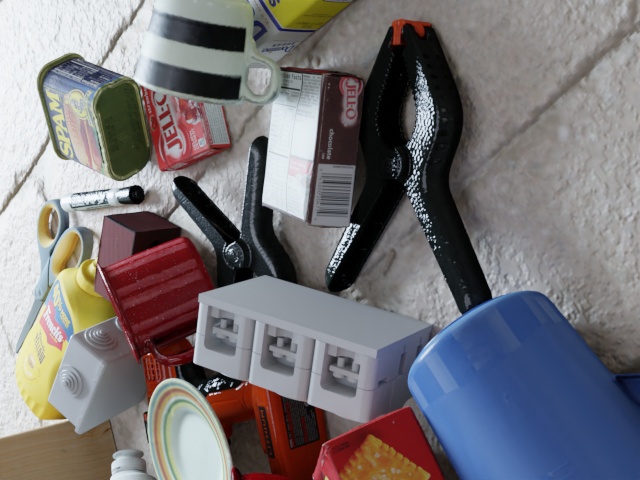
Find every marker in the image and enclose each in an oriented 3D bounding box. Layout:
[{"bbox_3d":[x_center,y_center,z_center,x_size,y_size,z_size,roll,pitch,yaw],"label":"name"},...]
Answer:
[{"bbox_3d":[-0.210,-0.041,1.032,0.121,0.020,0.020,-4,93,44],"label":"marker"}]

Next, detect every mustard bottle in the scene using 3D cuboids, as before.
[{"bbox_3d":[-0.243,0.084,1.053,0.192,0.058,0.096,-56,43,32],"label":"mustard bottle"}]

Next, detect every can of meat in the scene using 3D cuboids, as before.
[{"bbox_3d":[-0.205,-0.112,0.978,0.084,0.057,0.102,24,135,36],"label":"can of meat"}]

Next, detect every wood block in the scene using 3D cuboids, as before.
[{"bbox_3d":[-0.305,0.237,1.032,0.090,0.205,0.091,-24,79,43],"label":"wood block"}]

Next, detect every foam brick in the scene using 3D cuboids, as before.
[{"bbox_3d":[-0.168,0.018,0.977,0.051,0.052,0.078,26,113,39],"label":"foam brick"}]

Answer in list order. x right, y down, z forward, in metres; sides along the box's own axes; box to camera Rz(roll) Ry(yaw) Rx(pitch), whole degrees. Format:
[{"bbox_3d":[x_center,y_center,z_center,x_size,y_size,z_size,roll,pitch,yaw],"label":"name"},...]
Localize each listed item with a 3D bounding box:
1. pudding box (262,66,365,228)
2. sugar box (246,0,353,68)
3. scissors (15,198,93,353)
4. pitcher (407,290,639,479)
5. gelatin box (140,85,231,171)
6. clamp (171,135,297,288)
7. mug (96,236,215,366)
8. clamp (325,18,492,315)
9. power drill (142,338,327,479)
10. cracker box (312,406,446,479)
[{"bbox_3d":[-0.007,-0.072,0.800,0.090,0.039,0.113,-155,70,-63],"label":"pudding box"},{"bbox_3d":[-0.016,-0.211,0.805,0.177,0.048,0.093,-30,75,41],"label":"sugar box"},{"bbox_3d":[-0.296,0.033,1.127,0.202,0.016,0.096,-41,66,39],"label":"scissors"},{"bbox_3d":[0.166,0.146,0.637,0.243,0.149,0.145,57,144,26],"label":"pitcher"},{"bbox_3d":[-0.118,-0.111,0.927,0.073,0.030,0.089,-17,84,44],"label":"gelatin box"},{"bbox_3d":[-0.056,0.001,0.878,0.120,0.039,0.171,-33,79,46],"label":"clamp"},{"bbox_3d":[-0.130,0.055,0.904,0.117,0.081,0.093,57,164,38],"label":"mug"},{"bbox_3d":[0.067,-0.047,0.749,0.165,0.036,0.210,19,107,50],"label":"clamp"},{"bbox_3d":[-0.078,0.170,0.909,0.188,0.057,0.184,-9,93,43],"label":"power drill"},{"bbox_3d":[0.067,0.231,0.714,0.164,0.072,0.214,98,149,-72],"label":"cracker box"}]
